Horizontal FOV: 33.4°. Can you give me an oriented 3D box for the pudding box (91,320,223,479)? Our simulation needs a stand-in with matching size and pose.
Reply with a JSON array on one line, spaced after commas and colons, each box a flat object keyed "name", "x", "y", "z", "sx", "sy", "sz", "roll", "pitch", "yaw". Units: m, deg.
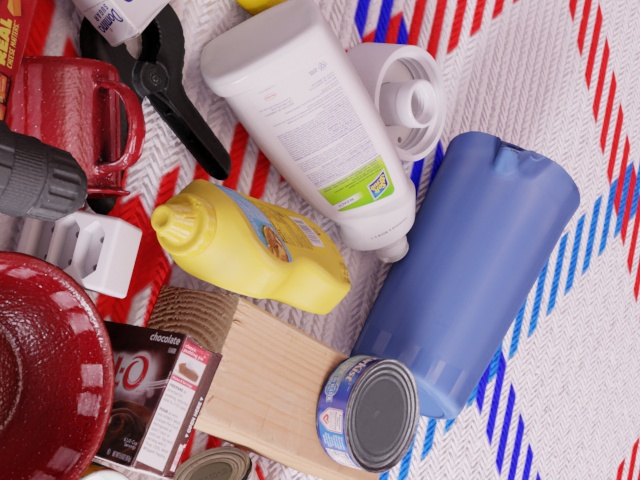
[{"name": "pudding box", "x": -0.125, "y": 0.103, "z": 0.705, "sx": 0.039, "sy": 0.114, "sz": 0.090, "roll": 34, "pitch": 69, "yaw": -40}]

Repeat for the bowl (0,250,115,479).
[{"name": "bowl", "x": -0.204, "y": 0.087, "z": 0.636, "sx": 0.161, "sy": 0.055, "sz": 0.162, "roll": 2, "pitch": 87, "yaw": -46}]

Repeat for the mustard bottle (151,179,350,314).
[{"name": "mustard bottle", "x": -0.055, "y": 0.001, "z": 0.753, "sx": 0.058, "sy": 0.096, "sz": 0.191, "roll": -46, "pitch": 153, "yaw": 13}]

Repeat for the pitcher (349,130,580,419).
[{"name": "pitcher", "x": 0.127, "y": 0.037, "z": 0.965, "sx": 0.149, "sy": 0.145, "sz": 0.242, "roll": 41, "pitch": 69, "yaw": -28}]

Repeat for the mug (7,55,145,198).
[{"name": "mug", "x": -0.156, "y": -0.068, "z": 0.655, "sx": 0.093, "sy": 0.117, "sz": 0.081, "roll": 0, "pitch": 90, "yaw": -56}]

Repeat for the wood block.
[{"name": "wood block", "x": -0.037, "y": 0.117, "z": 0.816, "sx": 0.205, "sy": 0.090, "sz": 0.091, "roll": 34, "pitch": 69, "yaw": -43}]

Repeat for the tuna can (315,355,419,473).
[{"name": "tuna can", "x": 0.036, "y": 0.130, "z": 0.804, "sx": 0.085, "sy": 0.034, "sz": 0.086, "roll": -5, "pitch": 97, "yaw": -47}]

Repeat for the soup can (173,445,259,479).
[{"name": "soup can", "x": -0.068, "y": 0.217, "z": 0.810, "sx": 0.068, "sy": 0.069, "sz": 0.102, "roll": -38, "pitch": 120, "yaw": -38}]

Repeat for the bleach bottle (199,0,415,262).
[{"name": "bleach bottle", "x": 0.006, "y": -0.068, "z": 0.852, "sx": 0.102, "sy": 0.068, "sz": 0.250, "roll": -27, "pitch": 131, "yaw": 6}]

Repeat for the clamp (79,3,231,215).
[{"name": "clamp", "x": -0.129, "y": -0.102, "z": 0.733, "sx": 0.120, "sy": 0.039, "sz": 0.171, "roll": -34, "pitch": 112, "yaw": -44}]
